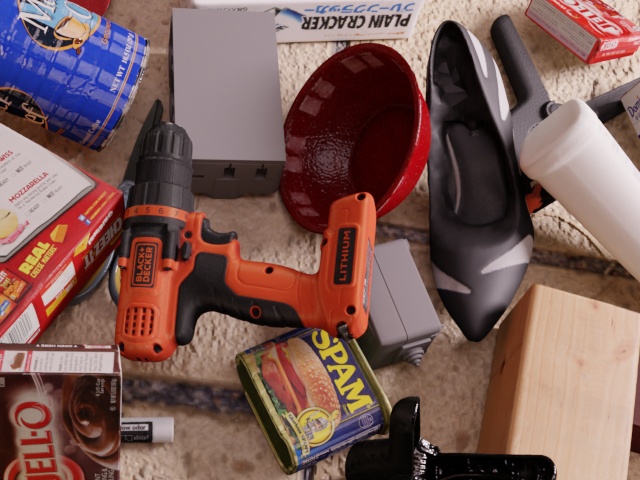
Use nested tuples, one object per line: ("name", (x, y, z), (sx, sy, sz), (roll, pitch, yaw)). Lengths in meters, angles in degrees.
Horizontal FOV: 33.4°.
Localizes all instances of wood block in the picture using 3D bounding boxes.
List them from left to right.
("wood block", (0.171, 0.150, 0.795), (0.090, 0.091, 0.206), (16, 61, -2))

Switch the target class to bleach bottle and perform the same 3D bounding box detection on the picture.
("bleach bottle", (0.268, 0.000, 0.870), (0.251, 0.068, 0.102), (47, 21, -8))

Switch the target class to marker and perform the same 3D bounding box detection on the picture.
("marker", (-0.168, 0.138, 0.777), (0.121, 0.020, 0.020), (1, 63, -9))

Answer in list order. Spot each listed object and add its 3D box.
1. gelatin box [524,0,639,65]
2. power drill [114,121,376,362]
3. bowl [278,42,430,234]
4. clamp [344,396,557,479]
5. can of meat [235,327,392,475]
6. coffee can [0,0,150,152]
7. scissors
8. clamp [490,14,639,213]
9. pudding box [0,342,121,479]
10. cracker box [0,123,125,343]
("gelatin box", (0.249, -0.204, 1.005), (0.073, 0.030, 0.089), (-15, 50, -38))
("power drill", (-0.055, 0.001, 0.784), (0.188, 0.057, 0.184), (1, 76, 10))
("bowl", (0.037, -0.077, 0.874), (0.055, 0.162, 0.162), (17, 55, -41))
("clamp", (0.061, 0.149, 0.725), (0.120, 0.172, 0.039), (37, 52, -20))
("can of meat", (-0.007, 0.114, 0.800), (0.083, 0.057, 0.102), (-22, 68, -17))
("coffee can", (-0.220, -0.144, 0.842), (0.140, 0.103, 0.102), (24, 59, -23))
("scissors", (-0.144, -0.023, 0.867), (0.096, 0.016, 0.201), (28, 62, 5))
("clamp", (0.203, -0.114, 0.968), (0.164, 0.036, 0.209), (27, 57, 6))
("pudding box", (-0.182, 0.124, 0.731), (0.090, 0.113, 0.039), (1, 29, -10))
("cracker box", (-0.278, -0.012, 0.797), (0.214, 0.072, 0.164), (28, 60, 12))
